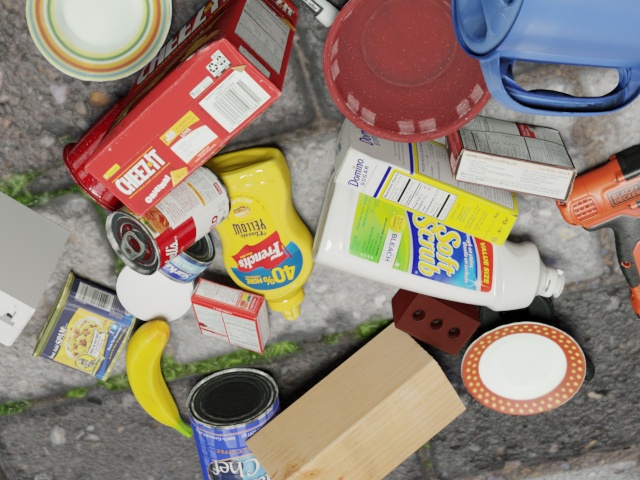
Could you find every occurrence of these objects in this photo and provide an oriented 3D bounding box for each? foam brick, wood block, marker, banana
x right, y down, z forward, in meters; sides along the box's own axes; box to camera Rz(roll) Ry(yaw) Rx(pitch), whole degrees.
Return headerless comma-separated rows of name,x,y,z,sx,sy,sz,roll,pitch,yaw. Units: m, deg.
foam brick,0.122,0.075,1.130,0.078,0.051,0.053,26,118,-13
wood block,0.038,0.196,1.130,0.206,0.091,0.090,-39,126,-7
marker,-0.032,-0.239,0.967,0.121,0.020,0.020,38,115,-18
banana,-0.181,0.144,1.172,0.070,0.037,0.198,9,139,14

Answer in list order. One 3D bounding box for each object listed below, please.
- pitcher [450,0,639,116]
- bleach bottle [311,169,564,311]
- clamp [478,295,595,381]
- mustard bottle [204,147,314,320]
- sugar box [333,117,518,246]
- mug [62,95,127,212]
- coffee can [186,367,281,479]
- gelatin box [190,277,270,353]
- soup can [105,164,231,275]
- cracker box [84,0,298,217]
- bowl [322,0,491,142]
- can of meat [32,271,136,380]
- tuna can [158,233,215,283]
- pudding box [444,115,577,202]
pitcher,0.240,-0.194,0.893,0.242,0.145,0.149,4,133,-19
bleach bottle,0.123,0.006,1.066,0.250,0.068,0.102,14,87,-7
clamp,0.228,0.098,1.147,0.120,0.039,0.171,-11,120,7
mustard bottle,-0.057,0.002,1.089,0.096,0.058,0.191,-11,121,15
sugar box,0.100,-0.061,1.027,0.176,0.093,0.048,19,120,-8
mug,-0.178,-0.081,1.035,0.082,0.093,0.117,-42,138,18
coffee can,-0.088,0.230,1.201,0.103,0.103,0.140,-5,120,5
gelatin box,-0.093,0.079,1.124,0.073,0.030,0.089,16,152,12
soup can,-0.141,-0.022,1.001,0.069,0.102,0.068,26,136,28
cracker box,-0.105,-0.135,0.919,0.164,0.213,0.072,-39,111,21
bowl,0.083,-0.173,0.981,0.162,0.055,0.162,1,121,1
can of meat,-0.252,0.095,1.154,0.084,0.057,0.102,24,119,-14
tuna can,-0.146,0.000,1.076,0.034,0.086,0.086,-39,112,20
pudding box,0.178,-0.080,1.013,0.113,0.090,0.039,9,120,-4
